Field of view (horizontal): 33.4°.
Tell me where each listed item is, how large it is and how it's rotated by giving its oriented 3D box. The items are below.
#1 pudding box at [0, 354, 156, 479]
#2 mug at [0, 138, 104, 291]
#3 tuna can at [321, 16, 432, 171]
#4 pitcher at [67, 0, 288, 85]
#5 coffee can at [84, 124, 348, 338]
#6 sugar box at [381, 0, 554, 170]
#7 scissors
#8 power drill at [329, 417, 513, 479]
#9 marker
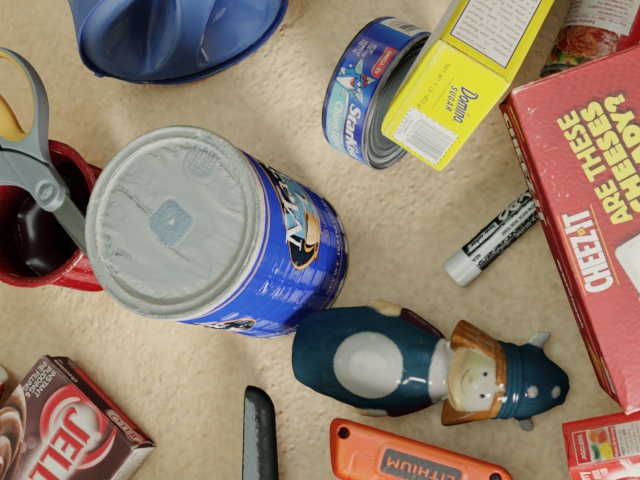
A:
[{"bbox_3d":[-0.175,0.144,0.689,0.090,0.039,0.113,40,97,20],"label":"pudding box"},{"bbox_3d":[-0.173,-0.008,0.691,0.117,0.081,0.093,-16,76,17],"label":"mug"},{"bbox_3d":[0.038,-0.086,0.623,0.034,0.086,0.086,29,92,23],"label":"tuna can"},{"bbox_3d":[-0.112,-0.235,0.681,0.149,0.145,0.243,-19,71,-4],"label":"pitcher"},{"bbox_3d":[-0.054,0.001,0.613,0.103,0.140,0.103,-3,80,20],"label":"coffee can"},{"bbox_3d":[0.098,-0.129,0.564,0.048,0.093,0.176,33,63,-1],"label":"sugar box"},{"bbox_3d":[-0.179,-0.024,0.642,0.096,0.016,0.202,-30,72,15],"label":"scissors"},{"bbox_3d":[0.018,0.195,0.575,0.184,0.057,0.187,15,83,3],"label":"power drill"},{"bbox_3d":[0.121,-0.019,0.616,0.121,0.020,0.020,-43,70,9],"label":"marker"}]
